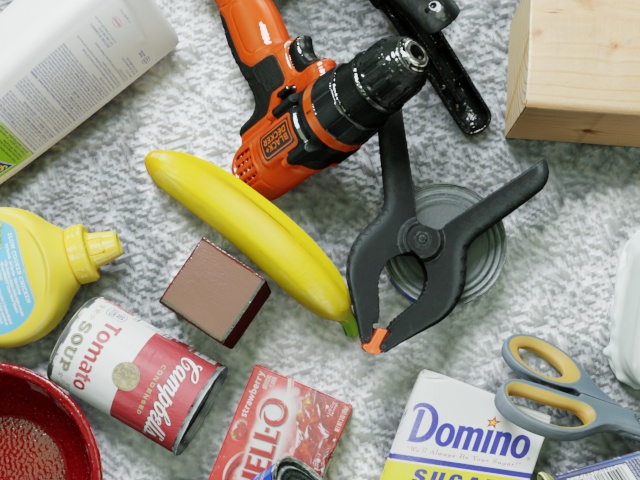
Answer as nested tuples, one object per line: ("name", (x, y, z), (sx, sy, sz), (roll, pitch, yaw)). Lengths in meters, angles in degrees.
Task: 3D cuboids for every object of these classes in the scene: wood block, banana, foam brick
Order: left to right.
("foam brick", (-0.069, 0.037, 0.719), (0.053, 0.078, 0.051), (33, 83, 4))
("banana", (-0.048, -0.004, 0.727), (0.198, 0.070, 0.037), (42, 62, 7))
("wood block", (0.237, -0.115, 0.727), (0.206, 0.091, 0.090), (4, 82, 2))

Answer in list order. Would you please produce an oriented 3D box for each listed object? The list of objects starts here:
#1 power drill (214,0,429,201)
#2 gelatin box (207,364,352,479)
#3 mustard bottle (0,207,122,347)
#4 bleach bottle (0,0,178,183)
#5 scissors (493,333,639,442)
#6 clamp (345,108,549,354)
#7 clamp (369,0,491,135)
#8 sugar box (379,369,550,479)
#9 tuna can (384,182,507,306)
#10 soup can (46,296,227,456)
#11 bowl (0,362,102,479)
("power drill", (-0.017, -0.139, 0.709), (0.057, 0.185, 0.188), (-3, 70, -41))
("gelatin box", (-0.028, 0.139, 0.726), (0.073, 0.030, 0.089), (22, 82, 5))
("mustard bottle", (-0.230, 0.029, 0.734), (0.191, 0.058, 0.096), (-17, 83, -1))
("bleach bottle", (-0.221, -0.096, 0.731), (0.251, 0.102, 0.068), (-40, 54, -4))
("scissors", (0.202, 0.111, 0.726), (0.201, 0.016, 0.096), (12, 37, -21))
("clamp", (0.077, -0.002, 0.705), (0.120, 0.039, 0.171), (15, 89, 8))
("clamp", (0.046, -0.178, 0.720), (0.036, 0.164, 0.210), (-33, 73, 3))
("sugar box", (0.080, 0.183, 0.709), (0.093, 0.048, 0.176), (20, 84, 4))
("tuna can", (0.085, 0.005, 0.742), (0.086, 0.034, 0.086), (0, 81, 1))
("soup can", (-0.123, 0.090, 0.718), (0.102, 0.068, 0.068), (29, 83, 6))
("bowl", (-0.220, 0.163, 0.715), (0.162, 0.055, 0.162), (0, 81, 1))
